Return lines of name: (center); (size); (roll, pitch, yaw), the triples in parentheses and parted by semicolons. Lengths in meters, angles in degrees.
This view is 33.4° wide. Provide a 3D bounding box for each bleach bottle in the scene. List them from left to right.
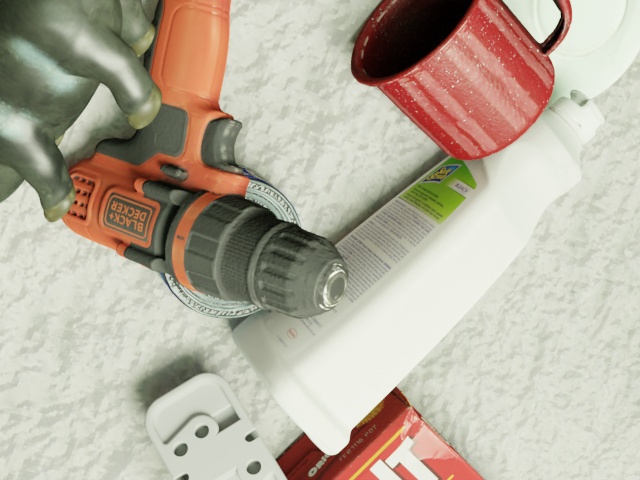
bleach bottle: (0.068, 0.006, 0.622); (0.251, 0.103, 0.068); (-41, 121, -3)

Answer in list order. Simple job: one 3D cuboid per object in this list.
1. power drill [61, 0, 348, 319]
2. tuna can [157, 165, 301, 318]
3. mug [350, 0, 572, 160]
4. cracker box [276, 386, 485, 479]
power drill: (-0.045, -0.067, 0.529); (0.057, 0.185, 0.188); (12, 96, -56)
tuna can: (-0.054, 0.001, 0.614); (0.086, 0.034, 0.086); (-6, 108, -18)
mug: (0.087, -0.106, 0.597); (0.117, 0.093, 0.081); (-36, 123, 22)
cracker box: (0.053, 0.215, 0.698); (0.164, 0.072, 0.213); (-45, 115, -3)
